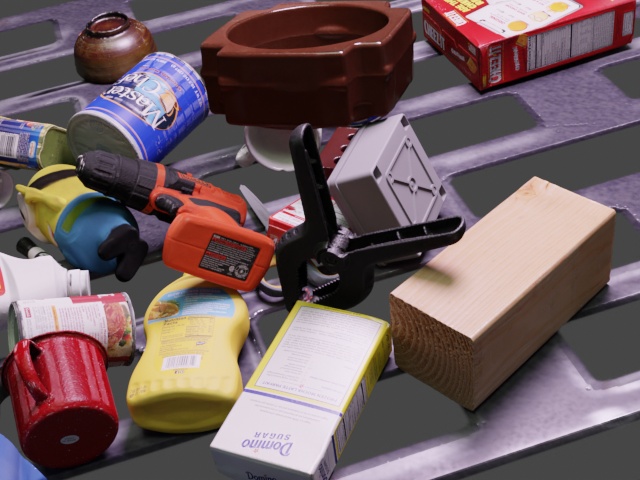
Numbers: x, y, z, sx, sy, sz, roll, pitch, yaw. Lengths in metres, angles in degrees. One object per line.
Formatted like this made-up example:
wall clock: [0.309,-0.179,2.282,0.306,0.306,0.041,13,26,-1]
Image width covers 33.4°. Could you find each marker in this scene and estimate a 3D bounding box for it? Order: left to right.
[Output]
marker: [-0.279,0.027,1.101,0.020,0.020,0.121,-34,45,-28]

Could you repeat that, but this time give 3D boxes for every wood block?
wood block: [0.163,0.042,0.944,0.091,0.090,0.205,28,50,36]

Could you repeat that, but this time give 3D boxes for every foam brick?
foam brick: [0.031,-0.078,1.147,0.053,0.051,0.078,8,42,20]

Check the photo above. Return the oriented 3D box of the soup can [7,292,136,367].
soup can: [-0.224,0.084,0.958,0.102,0.068,0.068,-3,35,-24]

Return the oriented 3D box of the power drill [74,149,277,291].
power drill: [-0.134,-0.025,1.020,0.184,0.057,0.188,17,15,-28]

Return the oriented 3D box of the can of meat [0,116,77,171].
can of meat: [-0.327,-0.106,1.216,0.084,0.057,0.102,10,0,18]

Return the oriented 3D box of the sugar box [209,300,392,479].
sugar box: [-0.012,0.132,0.903,0.093,0.048,0.176,11,46,22]

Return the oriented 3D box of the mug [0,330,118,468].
mug: [-0.220,0.129,0.892,0.093,0.117,0.081,-25,45,-3]

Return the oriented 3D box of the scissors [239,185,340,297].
scissors: [-0.057,0.001,1.091,0.096,0.016,0.202,-28,43,-30]

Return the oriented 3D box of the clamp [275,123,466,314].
clamp: [0.025,0.008,0.941,0.164,0.210,0.036,27,45,5]

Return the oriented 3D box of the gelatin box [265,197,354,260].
gelatin box: [-0.001,-0.013,1.069,0.073,0.030,0.089,22,31,24]

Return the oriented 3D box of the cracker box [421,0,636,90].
cracker box: [0.257,-0.276,1.335,0.213,0.072,0.164,-19,39,-11]

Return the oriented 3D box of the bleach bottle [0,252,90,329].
bleach bottle: [-0.349,0.045,1.024,0.250,0.068,0.102,-4,44,-7]

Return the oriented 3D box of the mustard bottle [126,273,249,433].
mustard bottle: [-0.114,0.085,0.967,0.096,0.058,0.191,-6,39,6]

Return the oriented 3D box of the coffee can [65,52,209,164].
coffee can: [-0.207,-0.138,1.224,0.103,0.103,0.140,14,44,26]
